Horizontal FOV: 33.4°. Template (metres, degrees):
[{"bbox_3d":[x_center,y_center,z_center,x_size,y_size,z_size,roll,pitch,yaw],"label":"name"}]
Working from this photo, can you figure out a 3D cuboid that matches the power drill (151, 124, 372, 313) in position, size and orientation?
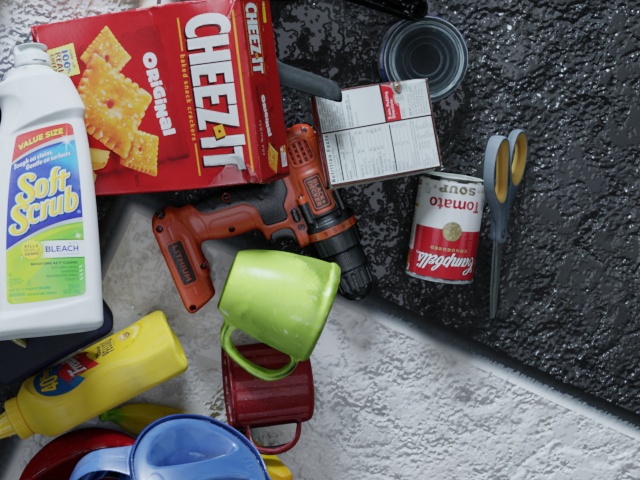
[{"bbox_3d":[-0.057,0.001,1.044,0.187,0.057,0.184,-24,97,-4],"label":"power drill"}]

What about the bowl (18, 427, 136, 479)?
[{"bbox_3d":[-0.230,0.233,1.043,0.162,0.055,0.162,-16,139,-15],"label":"bowl"}]

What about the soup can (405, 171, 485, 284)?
[{"bbox_3d":[0.124,-0.013,1.053,0.068,0.068,0.102,7,98,-7],"label":"soup can"}]

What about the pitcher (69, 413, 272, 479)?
[{"bbox_3d":[-0.160,0.283,1.005,0.149,0.144,0.243,43,127,18],"label":"pitcher"}]

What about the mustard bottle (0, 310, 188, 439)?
[{"bbox_3d":[-0.224,0.137,1.021,0.191,0.096,0.058,-28,112,-6],"label":"mustard bottle"}]

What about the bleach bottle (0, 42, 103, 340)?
[{"bbox_3d":[-0.246,-0.045,0.916,0.102,0.068,0.251,-5,82,-20],"label":"bleach bottle"}]

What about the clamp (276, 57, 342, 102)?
[{"bbox_3d":[-0.056,-0.155,0.989,0.120,0.039,0.171,-33,79,19],"label":"clamp"}]

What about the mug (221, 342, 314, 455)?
[{"bbox_3d":[-0.050,0.152,1.046,0.081,0.093,0.117,-5,63,-10],"label":"mug"}]

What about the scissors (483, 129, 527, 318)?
[{"bbox_3d":[0.187,-0.025,1.076,0.016,0.096,0.202,14,132,29],"label":"scissors"}]

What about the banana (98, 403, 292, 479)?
[{"bbox_3d":[-0.121,0.201,1.060,0.198,0.069,0.037,17,105,1],"label":"banana"}]

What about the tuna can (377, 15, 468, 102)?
[{"bbox_3d":[0.100,-0.176,1.040,0.086,0.034,0.086,-1,100,-6],"label":"tuna can"}]

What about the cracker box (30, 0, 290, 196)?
[{"bbox_3d":[-0.145,-0.127,0.963,0.214,0.072,0.164,-3,101,23],"label":"cracker box"}]

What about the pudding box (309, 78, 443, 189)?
[{"bbox_3d":[0.052,-0.101,1.003,0.113,0.039,0.090,-10,91,-3],"label":"pudding box"}]
